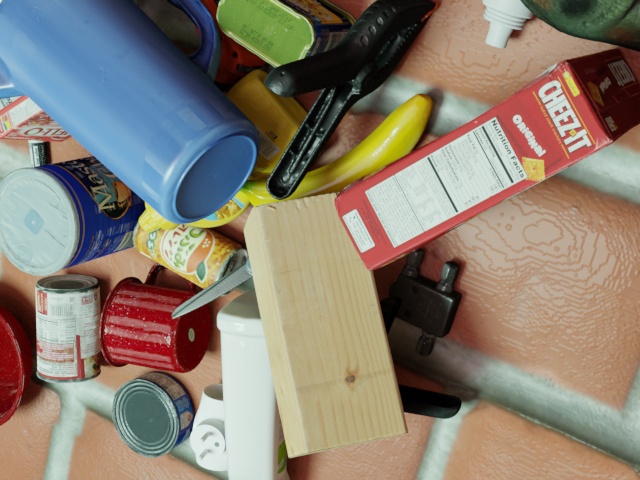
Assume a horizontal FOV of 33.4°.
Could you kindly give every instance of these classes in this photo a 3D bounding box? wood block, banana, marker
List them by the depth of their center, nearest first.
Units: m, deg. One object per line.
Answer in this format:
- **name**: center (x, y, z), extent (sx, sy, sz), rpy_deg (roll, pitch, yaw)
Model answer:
- **wood block**: center (0.001, 0.072, 0.907), extent (0.090, 0.090, 0.206), rpy_deg (-9, 78, -12)
- **banana**: center (0.016, -0.065, 0.949), extent (0.198, 0.069, 0.037), rpy_deg (-23, 46, 10)
- **marker**: center (-0.300, -0.061, 1.148), extent (0.020, 0.020, 0.121), rpy_deg (2, 102, 28)

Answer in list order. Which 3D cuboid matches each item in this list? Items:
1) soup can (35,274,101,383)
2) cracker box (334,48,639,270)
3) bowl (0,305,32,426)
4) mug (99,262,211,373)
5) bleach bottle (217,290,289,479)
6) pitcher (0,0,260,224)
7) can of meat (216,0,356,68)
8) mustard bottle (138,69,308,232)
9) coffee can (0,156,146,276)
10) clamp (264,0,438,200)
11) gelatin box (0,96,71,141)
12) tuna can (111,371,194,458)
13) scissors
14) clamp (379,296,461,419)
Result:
- **soup can**: center (-0.269, 0.093, 1.137), extent (0.069, 0.068, 0.102), rpy_deg (8, 104, 26)
- **cracker box**: center (0.135, -0.067, 0.832), extent (0.214, 0.164, 0.072), rpy_deg (-30, 88, 30)
- **bowl**: center (-0.381, 0.130, 1.212), extent (0.162, 0.055, 0.162), rpy_deg (6, 104, 27)
- **mug**: center (-0.159, 0.076, 1.071), extent (0.082, 0.093, 0.117), rpy_deg (7, 70, 22)
- **bleach bottle**: center (-0.060, 0.181, 1.024), extent (0.068, 0.102, 0.251), rpy_deg (5, 103, 13)
- **pitcher**: center (-0.158, -0.134, 0.921), extent (0.243, 0.144, 0.149), rpy_deg (43, 125, 23)
- **can of meat**: center (-0.030, -0.190, 0.939), extent (0.102, 0.083, 0.057), rpy_deg (35, 115, 17)
- **mustard bottle**: center (-0.097, -0.067, 0.994), extent (0.192, 0.058, 0.096), rpy_deg (-36, 115, 21)
- **coffee can**: center (-0.236, -0.030, 1.051), extent (0.103, 0.140, 0.103), rpy_deg (6, 104, 27)
- **clamp**: center (0.022, -0.132, 0.885), extent (0.036, 0.209, 0.165), rpy_deg (37, 150, 15)
- **gelatin box**: center (-0.272, -0.126, 1.078), extent (0.073, 0.089, 0.030), rpy_deg (-23, 80, 30)
- **tuna can**: center (-0.176, 0.183, 1.127), extent (0.086, 0.033, 0.086), rpy_deg (6, 104, 27)
- **scissors**: center (-0.057, 0.001, 0.998), extent (0.202, 0.016, 0.096), rpy_deg (-16, 82, 9)
- **clamp**: center (0.038, 0.122, 0.988), extent (0.172, 0.039, 0.120), rpy_deg (-20, 91, 34)
